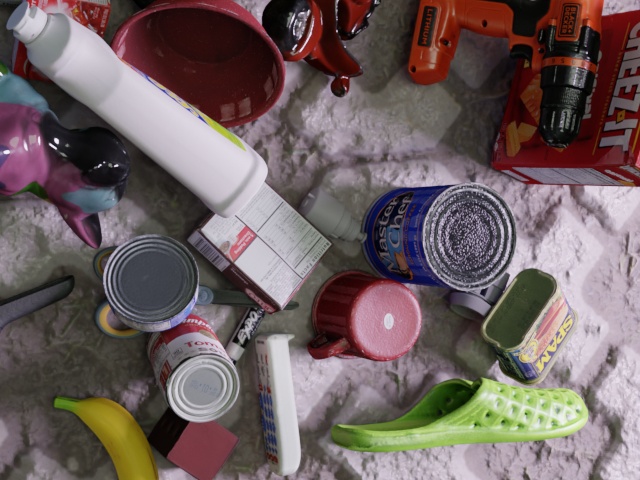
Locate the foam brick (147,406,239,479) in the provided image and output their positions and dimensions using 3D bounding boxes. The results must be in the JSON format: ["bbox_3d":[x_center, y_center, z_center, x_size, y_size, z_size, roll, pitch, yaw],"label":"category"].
[{"bbox_3d":[-0.121,0.188,1.003,0.051,0.078,0.053,39,77,-19],"label":"foam brick"}]

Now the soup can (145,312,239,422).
[{"bbox_3d":[-0.118,0.115,0.974,0.068,0.102,0.068,-6,109,-17],"label":"soup can"}]

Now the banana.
[{"bbox_3d":[-0.185,0.227,1.004,0.069,0.037,0.198,-18,95,7],"label":"banana"}]

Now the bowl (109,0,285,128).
[{"bbox_3d":[-0.110,-0.175,0.982,0.162,0.162,0.055,20,52,-21],"label":"bowl"}]

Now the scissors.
[{"bbox_3d":[-0.128,0.068,1.023,0.201,0.016,0.096,23,87,-14],"label":"scissors"}]

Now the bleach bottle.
[{"bbox_3d":[-0.163,-0.119,0.935,0.250,0.103,0.068,37,95,-36],"label":"bleach bottle"}]

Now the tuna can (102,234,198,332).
[{"bbox_3d":[-0.154,0.040,0.973,0.086,0.034,0.086,2,67,-5],"label":"tuna can"}]

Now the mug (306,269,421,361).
[{"bbox_3d":[0.039,0.082,1.063,0.117,0.082,0.093,-30,101,-19],"label":"mug"}]

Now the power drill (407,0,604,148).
[{"bbox_3d":[0.185,-0.188,1.067,0.057,0.188,0.184,22,78,-62],"label":"power drill"}]

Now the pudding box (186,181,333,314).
[{"bbox_3d":[-0.057,0.001,1.030,0.113,0.039,0.090,43,64,-7],"label":"pudding box"}]

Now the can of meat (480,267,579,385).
[{"bbox_3d":[0.221,0.090,1.129,0.102,0.058,0.084,-54,141,-12],"label":"can of meat"}]

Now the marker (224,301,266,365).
[{"bbox_3d":[-0.073,0.087,1.052,0.020,0.020,0.121,33,79,-19],"label":"marker"}]

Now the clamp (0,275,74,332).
[{"bbox_3d":[-0.303,0.068,0.951,0.120,0.039,0.171,29,85,-15],"label":"clamp"}]

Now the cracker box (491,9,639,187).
[{"bbox_3d":[0.280,-0.141,1.082,0.072,0.214,0.164,19,84,-29],"label":"cracker box"}]

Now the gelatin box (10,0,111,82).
[{"bbox_3d":[-0.233,-0.183,0.954,0.073,0.030,0.089,6,128,-23],"label":"gelatin box"}]

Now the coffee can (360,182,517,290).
[{"bbox_3d":[0.114,-0.004,1.060,0.102,0.140,0.103,0,91,-22],"label":"coffee can"}]
